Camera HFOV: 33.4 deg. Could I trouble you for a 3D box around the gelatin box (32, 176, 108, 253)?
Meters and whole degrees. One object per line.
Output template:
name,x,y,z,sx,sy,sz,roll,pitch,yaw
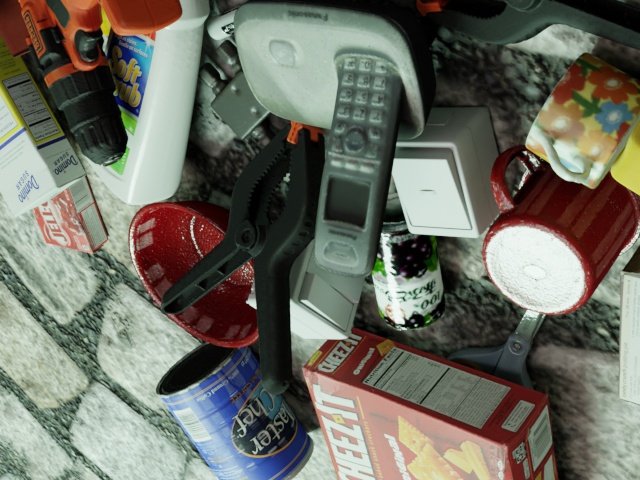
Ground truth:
gelatin box,-0.267,-0.033,1.107,0.073,0.030,0.089,11,129,34

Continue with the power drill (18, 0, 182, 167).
power drill,-0.169,-0.160,0.799,0.188,0.057,0.184,-21,91,58

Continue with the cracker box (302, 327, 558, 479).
cracker box,0.098,0.180,0.935,0.214,0.072,0.164,16,136,37

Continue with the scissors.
scissors,0.145,0.082,0.875,0.096,0.016,0.202,20,134,26

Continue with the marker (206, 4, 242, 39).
marker,-0.041,-0.177,0.808,0.121,0.020,0.020,-10,116,44

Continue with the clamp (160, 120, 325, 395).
clamp,-0.056,0.001,0.874,0.165,0.036,0.210,21,95,42

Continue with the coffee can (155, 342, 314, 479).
coffee can,-0.086,0.179,1.080,0.103,0.102,0.140,-17,111,46

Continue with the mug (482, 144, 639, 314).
mug,0.157,-0.012,0.735,0.093,0.081,0.117,-22,108,47

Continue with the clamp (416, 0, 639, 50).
clamp,0.139,-0.155,0.664,0.172,0.039,0.120,-10,112,51

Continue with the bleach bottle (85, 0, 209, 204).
bleach bottle,-0.140,-0.152,0.874,0.103,0.067,0.251,49,140,31

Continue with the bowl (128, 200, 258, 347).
bowl,-0.101,0.020,0.995,0.162,0.055,0.162,22,135,24

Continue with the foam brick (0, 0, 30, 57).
foam brick,-0.242,-0.201,0.929,0.078,0.052,0.051,-10,117,43

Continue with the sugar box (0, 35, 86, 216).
sugar box,-0.304,-0.119,1.033,0.094,0.048,0.176,-23,100,44
